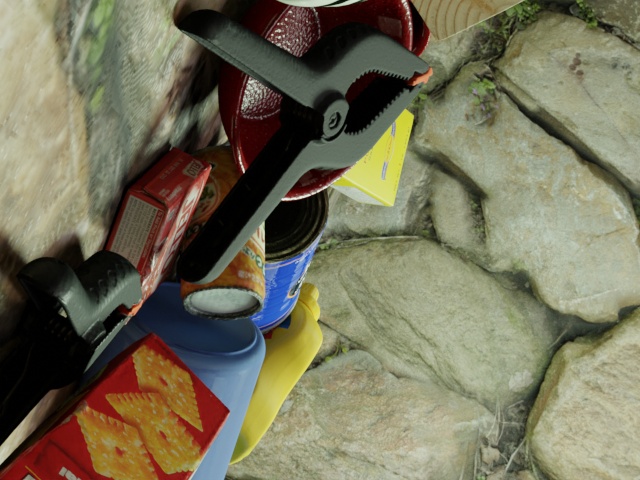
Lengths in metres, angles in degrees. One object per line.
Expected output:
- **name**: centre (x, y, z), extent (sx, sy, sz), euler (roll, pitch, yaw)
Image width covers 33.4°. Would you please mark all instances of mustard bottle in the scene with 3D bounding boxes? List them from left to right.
- **mustard bottle**: centre (-0.051, 0.100, 0.884), extent (0.096, 0.058, 0.191), euler (-18, -156, 42)

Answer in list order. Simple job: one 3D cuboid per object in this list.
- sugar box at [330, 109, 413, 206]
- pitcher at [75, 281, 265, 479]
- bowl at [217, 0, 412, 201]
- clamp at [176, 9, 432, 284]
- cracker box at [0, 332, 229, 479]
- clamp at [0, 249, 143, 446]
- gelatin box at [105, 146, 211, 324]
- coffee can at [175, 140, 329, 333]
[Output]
- **sugar box**: centre (0.021, -0.095, 0.926), extent (0.176, 0.048, 0.093), euler (24, 77, -61)
- **pitcher**: centre (-0.133, 0.155, 0.736), extent (0.149, 0.145, 0.243), euler (-89, -160, -68)
- **bowl**: centre (-0.013, -0.108, 0.688), extent (0.161, 0.055, 0.162), euler (-32, 140, -32)
- **clamp**: centre (-0.008, -0.083, 0.629), extent (0.209, 0.036, 0.164), euler (-34, 140, -35)
- **cracker box**: centre (-0.140, 0.142, 0.489), extent (0.164, 0.072, 0.213), euler (-44, -178, 13)
- **clamp**: centre (-0.125, 0.039, 0.523), extent (0.120, 0.039, 0.171), euler (-52, -178, 24)
- **gelatin box**: centre (-0.102, -0.004, 0.646), extent (0.089, 0.030, 0.073), euler (-65, 177, 27)
- **coffee can**: centre (-0.055, 0.001, 0.815), extent (0.102, 0.103, 0.140), euler (-62, 177, -28)
